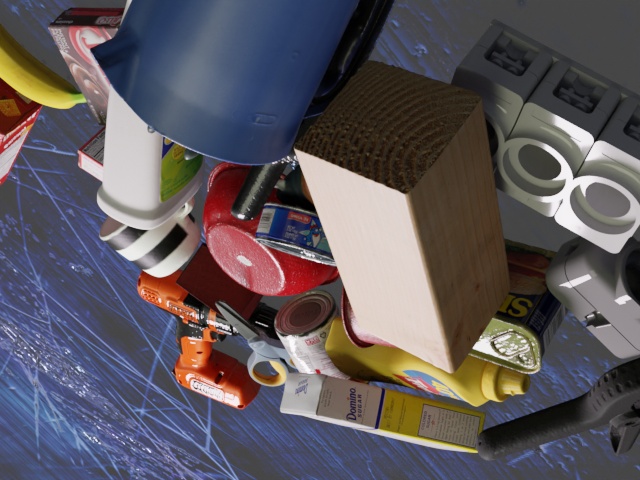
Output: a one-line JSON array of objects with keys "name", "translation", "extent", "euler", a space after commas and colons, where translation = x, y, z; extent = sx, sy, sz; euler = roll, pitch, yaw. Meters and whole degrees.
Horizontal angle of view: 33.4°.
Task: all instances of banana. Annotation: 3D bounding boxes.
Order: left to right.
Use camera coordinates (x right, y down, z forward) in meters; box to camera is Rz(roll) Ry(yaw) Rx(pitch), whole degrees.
[{"name": "banana", "translation": [-0.306, -0.192, 1.049], "extent": [0.197, 0.037, 0.070], "euler": [41, 130, -6]}]

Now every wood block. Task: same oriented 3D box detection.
[{"name": "wood block", "translation": [0.065, -0.011, 0.737], "extent": [0.091, 0.090, 0.206], "euler": [24, 152, 31]}]

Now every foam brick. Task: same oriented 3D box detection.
[{"name": "foam brick", "translation": [-0.101, 0.046, 1.104], "extent": [0.078, 0.051, 0.053], "euler": [35, 177, 8]}]

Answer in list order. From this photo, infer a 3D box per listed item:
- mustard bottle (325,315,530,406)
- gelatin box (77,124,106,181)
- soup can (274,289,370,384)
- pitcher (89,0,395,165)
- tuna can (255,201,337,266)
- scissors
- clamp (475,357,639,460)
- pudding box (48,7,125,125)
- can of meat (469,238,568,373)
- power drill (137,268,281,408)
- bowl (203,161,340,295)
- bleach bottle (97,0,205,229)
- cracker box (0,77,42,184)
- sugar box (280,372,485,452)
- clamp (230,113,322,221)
[{"name": "mustard bottle", "translation": [0.105, 0.114, 0.988], "extent": [0.192, 0.058, 0.096], "euler": [7, 160, 38]}, {"name": "gelatin box", "translation": [-0.175, -0.078, 1.020], "extent": [0.089, 0.073, 0.030], "euler": [31, 147, 11]}, {"name": "soup can", "translation": [0.003, 0.109, 1.081], "extent": [0.069, 0.068, 0.102], "euler": [6, 135, 41]}, {"name": "pitcher", "translation": [-0.019, -0.175, 0.635], "extent": [0.145, 0.149, 0.243], "euler": [31, 118, -1]}, {"name": "tuna can", "translation": [-0.012, -0.004, 0.920], "extent": [0.086, 0.034, 0.086], "euler": [16, 174, 2]}, {"name": "scissors", "translation": [-0.045, 0.102, 1.102], "extent": [0.096, 0.016, 0.202], "euler": [-10, 149, 0]}, {"name": "clamp", "translation": [0.231, 0.130, 0.847], "extent": [0.164, 0.036, 0.210], "euler": [0, 150, -24]}, {"name": "pudding box", "translation": [-0.183, -0.155, 0.964], "extent": [0.090, 0.039, 0.113], "euler": [10, 139, 36]}, {"name": "can of meat", "translation": [0.145, 0.047, 0.848], "extent": [0.102, 0.083, 0.057], "euler": [17, 142, 31]}, {"name": "power drill", "translation": [-0.113, 0.113, 1.216], "extent": [0.185, 0.057, 0.188], "euler": [21, 142, 21]}, {"name": "bowl", "translation": [-0.057, 0.001, 1.020], "extent": [0.162, 0.055, 0.162], "euler": [27, 146, 19]}, {"name": "bleach bottle", "translation": [-0.132, -0.133, 0.860], "extent": [0.068, 0.102, 0.251], "euler": [25, 135, 16]}, {"name": "cracker box", "translation": [-0.410, -0.142, 1.176], "extent": [0.164, 0.072, 0.214], "euler": [42, 147, -7]}, {"name": "sugar box", "translation": [0.060, 0.165, 1.031], "extent": [0.176, 0.048, 0.093], "euler": [19, 167, -21]}, {"name": "clamp", "translation": [-0.036, -0.102, 0.866], "extent": [0.172, 0.039, 0.120], "euler": [-35, 73, 42]}]
